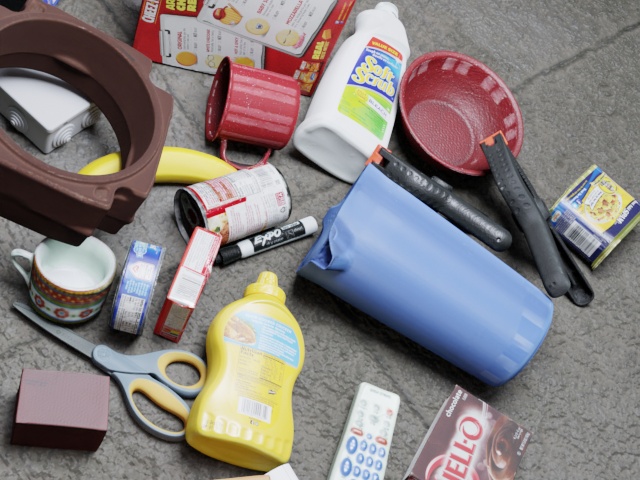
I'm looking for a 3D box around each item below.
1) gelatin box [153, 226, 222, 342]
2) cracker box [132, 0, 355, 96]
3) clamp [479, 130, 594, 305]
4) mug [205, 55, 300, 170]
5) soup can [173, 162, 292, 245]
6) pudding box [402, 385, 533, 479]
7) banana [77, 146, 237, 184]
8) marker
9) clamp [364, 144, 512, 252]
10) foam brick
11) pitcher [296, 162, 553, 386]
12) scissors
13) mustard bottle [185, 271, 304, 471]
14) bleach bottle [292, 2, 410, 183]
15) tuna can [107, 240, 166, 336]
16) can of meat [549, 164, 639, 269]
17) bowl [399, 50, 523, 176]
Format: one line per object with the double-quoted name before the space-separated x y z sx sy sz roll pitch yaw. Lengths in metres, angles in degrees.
"gelatin box" -0.126 0.042 1.018 0.030 0.073 0.089 23 54 -6
"cracker box" -0.085 -0.254 1.162 0.213 0.164 0.072 11 55 -13
"clamp" 0.225 -0.022 1.134 0.210 0.036 0.164 63 17 10
"mug" -0.074 -0.131 1.144 0.081 0.093 0.117 11 87 -19
"soup can" -0.088 -0.035 1.082 0.102 0.069 0.068 -21 68 -29
"pudding box" 0.141 0.210 1.029 0.090 0.039 0.113 32 54 2
"banana" -0.180 -0.063 1.089 0.197 0.037 0.069 -19 82 -28
"marker" -0.057 0.001 1.101 0.120 0.020 0.020 -20 68 -29
"clamp" 0.126 -0.046 1.146 0.171 0.120 0.039 36 91 0
"foam brick" -0.226 0.148 0.930 0.078 0.051 0.053 8 56 -15
"pitcher" 0.110 0.035 1.082 0.243 0.145 0.149 33 72 -2
"scissors" -0.184 0.102 0.995 0.202 0.016 0.096 43 54 10
"mustard bottle" -0.063 0.113 1.004 0.096 0.058 0.191 22 54 -19
"bleach bottle" 0.046 -0.188 1.223 0.102 0.068 0.250 34 50 -22
"tuna can" -0.171 0.044 0.993 0.033 0.086 0.086 15 56 -8
"can of meat" 0.317 -0.029 1.230 0.084 0.058 0.101 43 55 12
"bowl" 0.152 -0.136 1.231 0.162 0.055 0.162 10 63 -21
